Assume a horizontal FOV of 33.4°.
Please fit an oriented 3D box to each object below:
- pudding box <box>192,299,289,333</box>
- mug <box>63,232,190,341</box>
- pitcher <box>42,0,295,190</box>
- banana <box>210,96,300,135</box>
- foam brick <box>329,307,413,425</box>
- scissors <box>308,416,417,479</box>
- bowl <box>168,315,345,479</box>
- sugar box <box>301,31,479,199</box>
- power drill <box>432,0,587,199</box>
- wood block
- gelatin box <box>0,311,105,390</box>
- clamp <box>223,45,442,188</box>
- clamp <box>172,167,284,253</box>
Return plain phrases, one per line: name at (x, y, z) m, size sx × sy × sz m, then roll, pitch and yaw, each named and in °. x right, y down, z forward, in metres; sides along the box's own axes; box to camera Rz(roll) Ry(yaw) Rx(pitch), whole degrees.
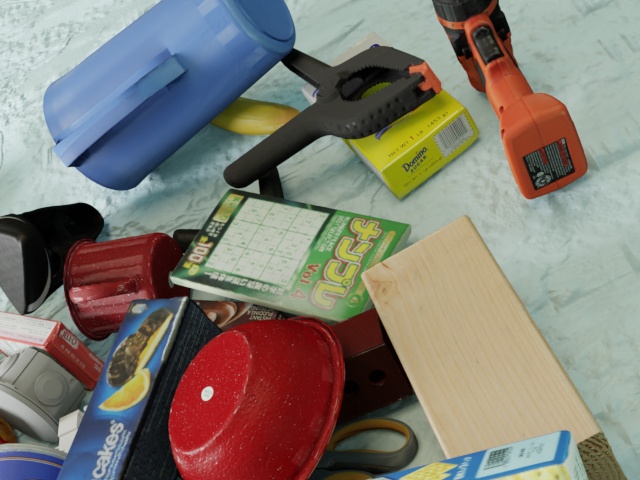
pudding box at (-0.087, 0.096, 0.877) m, size 0.114 × 0.039 × 0.090 m, roll 0°, pitch 53°, yaw 33°
mug at (-0.172, 0.038, 0.934) m, size 0.082 × 0.117 × 0.093 m, roll -10°, pitch 88°, yaw 19°
pitcher at (-0.146, -0.157, 1.020) m, size 0.243 × 0.144 × 0.149 m, roll -33°, pitch 54°, yaw 29°
banana at (-0.092, -0.146, 1.097) m, size 0.069 × 0.037 × 0.198 m, roll -43°, pitch 43°, yaw -5°
foam brick at (0.021, 0.095, 0.790) m, size 0.078 × 0.053 × 0.051 m, roll -24°, pitch 28°, yaw 10°
scissors at (-0.025, 0.176, 0.781) m, size 0.202 × 0.016 × 0.096 m, roll -15°, pitch 41°, yaw 20°
bowl at (-0.057, 0.115, 0.745) m, size 0.162 × 0.055 × 0.162 m, roll -37°, pitch 36°, yaw 32°
sugar box at (0.059, -0.119, 0.971) m, size 0.093 × 0.048 × 0.176 m, roll -38°, pitch 43°, yaw -2°
power drill at (0.143, -0.139, 0.848) m, size 0.057 × 0.184 × 0.188 m, roll -26°, pitch 53°, yaw 11°
wood block at (0.113, 0.093, 0.715) m, size 0.091 × 0.090 × 0.206 m, roll -30°, pitch 42°, yaw 6°
gelatin box at (-0.245, 0.097, 0.951) m, size 0.089 × 0.073 × 0.030 m, roll 4°, pitch 54°, yaw 35°
clamp at (0.009, -0.117, 0.943) m, size 0.210 × 0.036 × 0.164 m, roll 0°, pitch 57°, yaw 42°
clamp at (-0.056, 0.001, 0.942) m, size 0.120 × 0.039 × 0.172 m, roll -40°, pitch 43°, yaw -3°
